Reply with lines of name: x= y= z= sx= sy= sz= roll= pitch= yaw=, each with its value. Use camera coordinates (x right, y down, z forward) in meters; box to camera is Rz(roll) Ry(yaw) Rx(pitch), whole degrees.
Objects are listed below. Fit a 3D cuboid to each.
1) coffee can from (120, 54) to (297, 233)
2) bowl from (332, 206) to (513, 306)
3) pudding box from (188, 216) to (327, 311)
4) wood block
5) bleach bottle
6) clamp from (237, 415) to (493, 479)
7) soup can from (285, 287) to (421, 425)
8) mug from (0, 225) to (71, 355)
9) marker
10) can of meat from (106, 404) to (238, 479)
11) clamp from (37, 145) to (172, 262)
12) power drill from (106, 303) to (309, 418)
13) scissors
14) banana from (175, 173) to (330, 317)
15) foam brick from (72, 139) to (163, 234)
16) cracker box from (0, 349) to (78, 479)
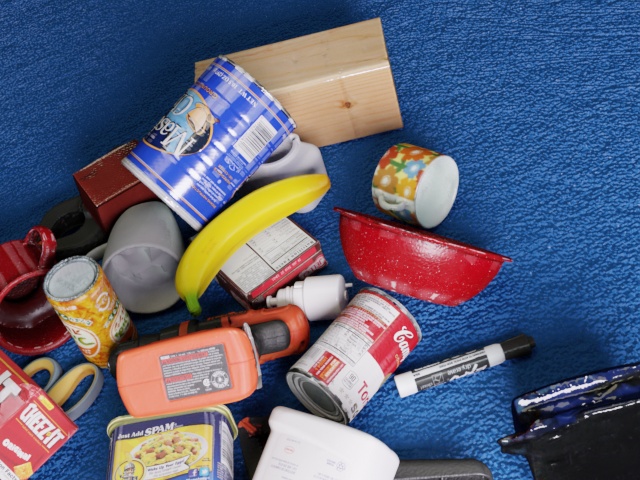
coffee can: x=-0.107 y=-0.092 z=1.025 sx=0.140 sy=0.102 sz=0.103 roll=-48 pitch=49 yaw=-4
bowl: x=0.081 y=0.018 z=0.926 sx=0.162 sy=0.161 sz=0.055 roll=18 pitch=93 yaw=32
pudding box: x=-0.062 y=0.011 z=1.033 sx=0.090 sy=0.039 sz=0.114 roll=-35 pitch=48 yaw=-17
wood block: x=-0.024 y=-0.156 z=1.146 sx=0.206 sy=0.091 sz=0.090 roll=-12 pitch=45 yaw=7
bleach bottle: x=-0.035 y=0.249 z=0.747 sx=0.103 sy=0.068 sz=0.250 roll=10 pitch=67 yaw=36
clamp: x=0.019 y=0.189 z=0.828 sx=0.164 sy=0.036 sz=0.210 roll=-42 pitch=48 yaw=-14
soup can: x=0.028 y=0.098 z=0.896 sx=0.069 sy=0.068 sz=0.102 roll=25 pitch=59 yaw=36
mug: x=-0.281 y=0.040 z=1.031 sx=0.093 sy=0.117 sz=0.082 roll=3 pitch=25 yaw=-36
marker: x=0.121 y=0.104 z=0.893 sx=0.121 sy=0.020 sz=0.020 roll=-19 pitch=44 yaw=1
can of meat: x=-0.116 y=0.180 z=0.827 sx=0.102 sy=0.057 sz=0.084 roll=-11 pitch=43 yaw=6
clamp: x=-0.241 y=-0.036 z=1.140 sx=0.171 sy=0.039 sz=0.120 roll=-31 pitch=45 yaw=-18
power drill: x=-0.107 y=0.096 z=0.881 sx=0.184 sy=0.057 sz=0.187 roll=-14 pitch=3 yaw=6
scissors: x=-0.284 y=0.177 z=0.962 sx=0.096 sy=0.016 sz=0.201 roll=28 pitch=61 yaw=39
banana: x=-0.073 y=-0.004 z=0.997 sx=0.070 sy=0.037 sz=0.197 roll=28 pitch=61 yaw=28
foam brick: x=-0.204 y=-0.056 z=1.092 sx=0.078 sy=0.051 sz=0.053 roll=-32 pitch=61 yaw=-16
cracker box: x=-0.342 y=0.183 z=0.920 sx=0.213 sy=0.072 sz=0.164 roll=-45 pitch=45 yaw=-18
